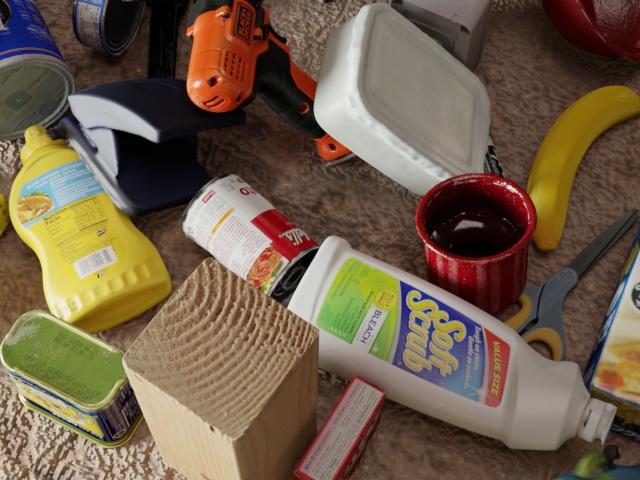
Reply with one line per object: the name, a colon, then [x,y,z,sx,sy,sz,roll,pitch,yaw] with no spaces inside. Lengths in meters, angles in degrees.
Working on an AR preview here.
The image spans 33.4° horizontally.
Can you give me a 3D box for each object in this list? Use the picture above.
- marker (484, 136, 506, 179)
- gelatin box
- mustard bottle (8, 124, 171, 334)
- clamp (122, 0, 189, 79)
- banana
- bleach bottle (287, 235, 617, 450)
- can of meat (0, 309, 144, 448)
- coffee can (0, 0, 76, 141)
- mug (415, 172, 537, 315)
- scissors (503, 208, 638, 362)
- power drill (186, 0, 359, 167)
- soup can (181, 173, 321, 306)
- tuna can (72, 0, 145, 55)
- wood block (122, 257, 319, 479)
marker: [0.150,-0.063,0.934,0.020,0.020,0.121,-11,63,-7]
gelatin box: [0.014,0.153,0.788,0.030,0.073,0.089,27,65,13]
mustard bottle: [-0.203,-0.019,0.884,0.096,0.058,0.192,-26,66,-9]
clamp: [-0.143,-0.216,0.978,0.039,0.120,0.171,6,42,5]
banana: [0.227,-0.076,0.932,0.070,0.037,0.197,36,67,17]
bleach bottle: [0.100,0.085,0.807,0.251,0.068,0.102,20,66,20]
can of meat: [-0.186,0.104,0.805,0.102,0.084,0.057,25,65,12]
coffee can: [-0.289,-0.173,0.937,0.102,0.103,0.140,-24,65,-13]
mug: [0.128,-0.002,0.860,0.093,0.081,0.117,8,52,15]
scissors: [0.206,0.051,0.875,0.201,0.016,0.096,-26,63,-12]
power drill: [-0.029,-0.159,0.900,0.187,0.057,0.184,28,56,-36]
soup can: [-0.056,0.001,0.870,0.102,0.068,0.068,41,69,19]
tuna can: [-0.191,-0.214,0.970,0.034,0.086,0.086,18,64,10]
wood block: [-0.061,0.111,0.734,0.091,0.206,0.090,32,66,15]
